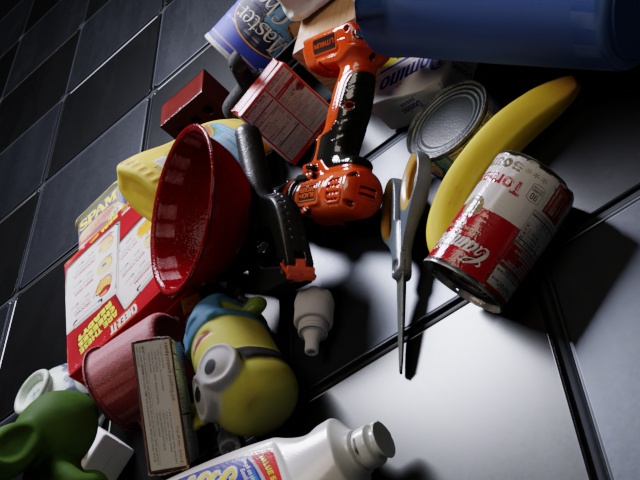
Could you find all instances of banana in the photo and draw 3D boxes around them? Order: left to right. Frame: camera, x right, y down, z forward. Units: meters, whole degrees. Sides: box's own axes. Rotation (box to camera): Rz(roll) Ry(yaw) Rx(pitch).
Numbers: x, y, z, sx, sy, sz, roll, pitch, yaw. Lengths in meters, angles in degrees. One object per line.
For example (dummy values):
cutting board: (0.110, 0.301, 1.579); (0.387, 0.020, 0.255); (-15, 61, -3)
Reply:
banana: (0.138, -0.055, 0.864); (0.070, 0.037, 0.197); (24, 77, 40)

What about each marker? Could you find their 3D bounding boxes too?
marker: (-0.091, 0.147, 0.957); (0.020, 0.020, 0.121); (-44, 32, 11)

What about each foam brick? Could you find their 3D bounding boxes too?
foam brick: (-0.155, -0.164, 1.340); (0.078, 0.053, 0.051); (-37, 33, 24)

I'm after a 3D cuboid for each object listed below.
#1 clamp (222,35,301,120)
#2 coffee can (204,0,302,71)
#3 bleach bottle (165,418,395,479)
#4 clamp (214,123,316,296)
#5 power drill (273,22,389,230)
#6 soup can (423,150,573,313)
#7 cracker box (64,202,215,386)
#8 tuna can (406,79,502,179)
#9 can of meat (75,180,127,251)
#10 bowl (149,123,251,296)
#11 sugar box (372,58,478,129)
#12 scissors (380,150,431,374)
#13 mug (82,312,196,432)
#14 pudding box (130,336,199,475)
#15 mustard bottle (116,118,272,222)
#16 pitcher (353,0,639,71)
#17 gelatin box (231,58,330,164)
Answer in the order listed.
clamp: (-0.058, -0.177, 1.187); (0.120, 0.039, 0.172); (-22, -15, -20)
coffee can: (-0.052, -0.257, 1.256); (0.140, 0.102, 0.103); (-47, 31, 6)
bleach bottle: (-0.052, 0.196, 0.814); (0.251, 0.068, 0.102); (-32, 36, 24)
clamp: (-0.057, 0.001, 0.998); (0.210, 0.036, 0.165); (-127, 46, -55)
power drill: (0.006, -0.102, 1.015); (0.185, 0.057, 0.187); (-5, 75, 57)
soup can: (0.132, -0.007, 0.785); (0.102, 0.068, 0.069); (-55, 31, -9)
cracker box: (-0.197, 0.047, 1.151); (0.164, 0.072, 0.214); (-43, 32, 13)
tuna can: (0.118, -0.096, 0.931); (0.086, 0.033, 0.086); (-33, 35, 27)
can of meat: (-0.249, -0.011, 1.295); (0.102, 0.057, 0.084); (-41, 35, 17)
bowl: (-0.107, -0.025, 0.997); (0.162, 0.055, 0.162); (-33, 53, 57)
sugar box: (0.114, -0.196, 1.032); (0.094, 0.048, 0.176); (-11, 47, 46)
scissors: (0.073, 0.004, 0.867); (0.201, 0.016, 0.096); (-93, 21, -50)
mug: (-0.160, 0.131, 1.007); (0.082, 0.093, 0.117); (-34, 63, 17)
pudding box: (-0.133, 0.140, 0.912); (0.039, 0.113, 0.090); (-11, -8, -3)
mustard bottle: (-0.117, -0.084, 1.145); (0.096, 0.058, 0.191); (33, 48, 30)
pitcher: (0.160, -0.210, 0.883); (0.243, 0.144, 0.149); (17, 80, 40)
gelatin box: (-0.038, -0.135, 1.121); (0.073, 0.089, 0.030); (-52, 31, -2)
